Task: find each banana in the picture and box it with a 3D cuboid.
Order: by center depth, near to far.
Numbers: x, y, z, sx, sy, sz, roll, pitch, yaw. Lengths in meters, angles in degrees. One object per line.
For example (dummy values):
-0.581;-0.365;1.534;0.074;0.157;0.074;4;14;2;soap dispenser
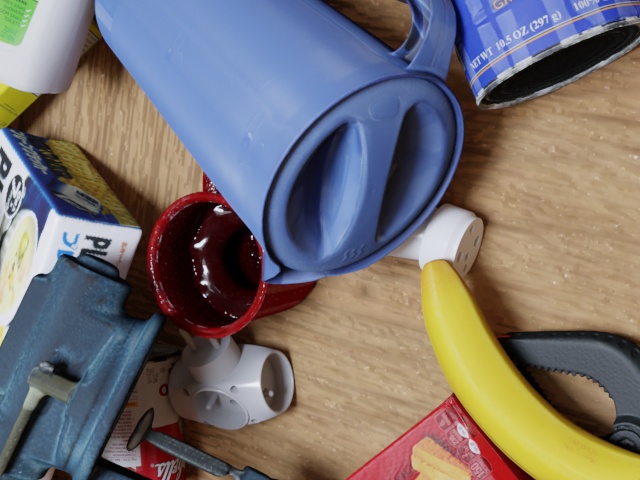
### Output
0.122;0.091;0.598;0.198;0.037;0.069;37;90;20;banana

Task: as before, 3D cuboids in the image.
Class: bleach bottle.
-0.175;-0.229;0.694;0.103;0.068;0.251;26;106;16;bleach bottle

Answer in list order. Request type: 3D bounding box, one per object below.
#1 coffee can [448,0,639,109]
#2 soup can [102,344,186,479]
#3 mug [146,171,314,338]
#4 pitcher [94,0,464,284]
0.106;-0.158;0.588;0.103;0.102;0.140;-26;81;28;coffee can
-0.132;0.130;0.767;0.069;0.068;0.102;0;93;29;soup can
-0.055;0.001;0.704;0.093;0.081;0.117;-7;91;29;mug
-0.032;-0.106;0.633;0.243;0.149;0.145;47;160;36;pitcher
